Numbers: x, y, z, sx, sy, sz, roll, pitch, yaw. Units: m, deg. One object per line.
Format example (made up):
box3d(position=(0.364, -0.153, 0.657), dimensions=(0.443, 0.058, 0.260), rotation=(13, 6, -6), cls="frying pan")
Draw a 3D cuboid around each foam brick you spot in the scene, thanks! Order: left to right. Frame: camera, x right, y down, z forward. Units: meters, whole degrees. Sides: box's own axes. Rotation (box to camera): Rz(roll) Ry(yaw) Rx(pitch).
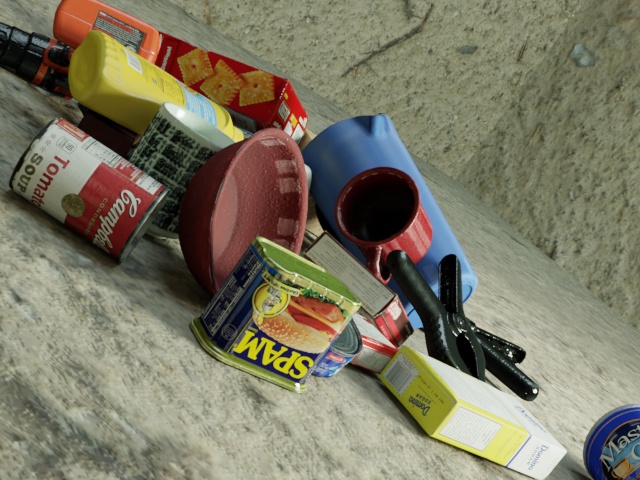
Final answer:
box3d(position=(-0.205, -0.092, 0.996), dimensions=(0.051, 0.053, 0.078), rotation=(33, 11, -14), cls="foam brick")

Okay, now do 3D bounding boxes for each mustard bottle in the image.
box3d(position=(-0.142, -0.121, 1.006), dimensions=(0.191, 0.058, 0.096), rotation=(29, 22, -34), cls="mustard bottle")

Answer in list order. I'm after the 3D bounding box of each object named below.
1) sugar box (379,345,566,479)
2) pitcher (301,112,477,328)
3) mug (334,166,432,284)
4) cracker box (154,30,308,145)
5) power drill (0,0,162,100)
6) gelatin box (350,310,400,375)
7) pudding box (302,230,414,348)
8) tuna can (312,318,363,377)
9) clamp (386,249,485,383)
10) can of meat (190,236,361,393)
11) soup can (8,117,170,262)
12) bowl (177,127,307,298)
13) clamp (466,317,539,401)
box3d(position=(0.142, 0.161, 0.985), dimensions=(0.176, 0.048, 0.093), rotation=(31, 10, -39), cls="sugar box")
box3d(position=(0.076, -0.015, 1.257), dimensions=(0.243, 0.145, 0.149), rotation=(61, 7, 25), cls="pitcher")
box3d(position=(0.070, -0.008, 1.129), dimensions=(0.093, 0.117, 0.081), rotation=(-2, -26, 21), cls="mug")
box3d(position=(-0.132, -0.198, 1.429), dimensions=(0.214, 0.072, 0.164), rotation=(23, -7, 13), cls="cracker box")
box3d(position=(-0.255, -0.195, 1.094), dimensions=(0.184, 0.057, 0.188), rotation=(21, -13, -23), cls="power drill")
box3d(position=(0.022, 0.084, 0.987), dimensions=(0.073, 0.030, 0.089), rotation=(26, 11, -40), cls="gelatin box")
box3d(position=(0.039, 0.052, 1.083), dimensions=(0.114, 0.039, 0.090), rotation=(40, -12, 30), cls="pudding box")
box3d(position=(-0.007, 0.072, 0.890), dimensions=(0.086, 0.034, 0.086), rotation=(38, 21, -18), cls="tuna can")
box3d(position=(0.133, 0.084, 1.098), dimensions=(0.120, 0.039, 0.171), rotation=(-11, 78, -49), cls="clamp")
box3d(position=(-0.031, 0.055, 0.800), dimensions=(0.102, 0.084, 0.057), rotation=(28, 13, -34), cls="can of meat")
box3d(position=(-0.175, -0.039, 0.813), dimensions=(0.102, 0.068, 0.068), rotation=(34, 11, -4), cls="soup can")
box3d(position=(-0.070, -0.017, 0.886), dimensions=(0.055, 0.162, 0.161), rotation=(11, 0, 25), cls="bowl")
box3d(position=(0.177, 0.118, 1.301), dimensions=(0.210, 0.036, 0.164), rotation=(32, 10, -8), cls="clamp")
